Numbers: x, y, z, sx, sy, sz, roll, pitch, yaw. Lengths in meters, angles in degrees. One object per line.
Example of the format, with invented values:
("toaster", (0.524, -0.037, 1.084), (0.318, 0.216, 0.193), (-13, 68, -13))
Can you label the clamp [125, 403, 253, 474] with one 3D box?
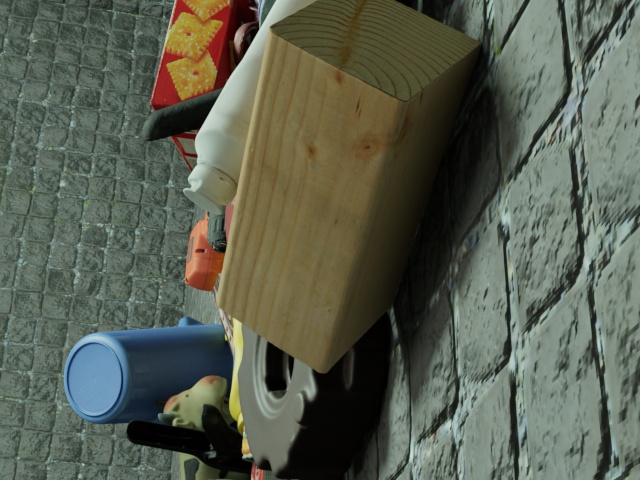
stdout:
("clamp", (-0.120, 0.216, 1.132), (0.171, 0.120, 0.039), (46, -134, -48))

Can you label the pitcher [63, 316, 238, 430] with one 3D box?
("pitcher", (-0.199, 0.179, 1.346), (0.242, 0.149, 0.145), (8, -80, -59))

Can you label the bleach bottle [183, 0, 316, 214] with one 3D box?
("bleach bottle", (-0.010, -0.129, 0.685), (0.250, 0.068, 0.103), (-59, -1, -15))

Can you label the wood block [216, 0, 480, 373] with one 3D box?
("wood block", (0.010, -0.033, 0.640), (0.090, 0.090, 0.206), (-39, -27, -44))

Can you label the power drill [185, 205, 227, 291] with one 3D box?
("power drill", (-0.128, -0.018, 1.359), (0.188, 0.057, 0.184), (115, 165, -48))

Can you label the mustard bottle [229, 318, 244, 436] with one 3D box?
("mustard bottle", (-0.064, 0.135, 1.106), (0.191, 0.058, 0.096), (-94, -3, -47))

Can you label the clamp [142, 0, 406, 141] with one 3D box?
("clamp", (-0.004, -0.100, 0.791), (0.210, 0.164, 0.036), (-44, 26, 7))

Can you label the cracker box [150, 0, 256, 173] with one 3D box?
("cracker box", (-0.101, -0.193, 1.113), (0.164, 0.072, 0.213), (67, -148, -66))

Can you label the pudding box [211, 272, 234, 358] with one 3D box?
("pudding box", (-0.096, 0.099, 1.298), (0.090, 0.039, 0.113), (124, 130, -68))
